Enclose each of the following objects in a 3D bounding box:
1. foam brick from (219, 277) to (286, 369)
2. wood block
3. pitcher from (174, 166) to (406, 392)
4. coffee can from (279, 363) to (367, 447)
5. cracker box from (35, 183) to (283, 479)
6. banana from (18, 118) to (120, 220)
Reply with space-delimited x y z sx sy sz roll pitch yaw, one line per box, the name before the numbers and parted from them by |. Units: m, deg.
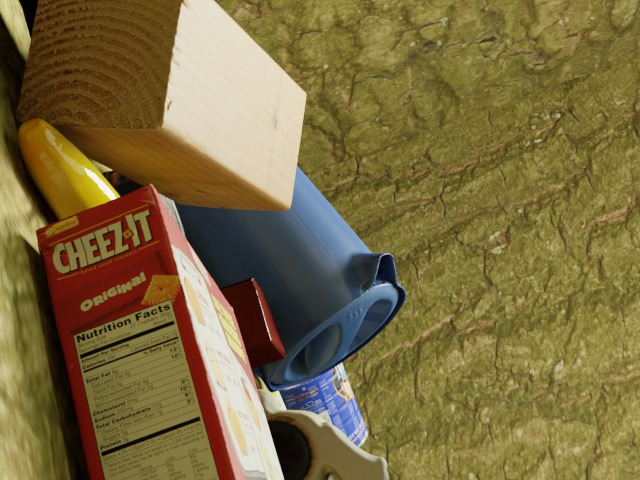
foam brick | -0.072 0.067 0.768 0.053 0.078 0.051 67 5 -68
wood block | -0.086 -0.084 0.660 0.206 0.090 0.091 32 64 -69
pitcher | -0.056 0.001 0.892 0.243 0.149 0.145 53 -10 21
coffee can | -0.019 0.159 1.136 0.103 0.103 0.140 -106 176 -74
cracker box | -0.066 0.106 0.535 0.164 0.072 0.214 69 0 -62
banana | -0.127 -0.011 0.627 0.070 0.037 0.198 51 -5 13
